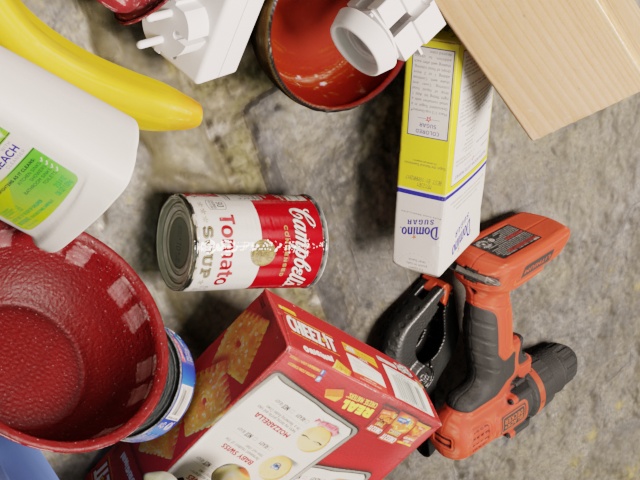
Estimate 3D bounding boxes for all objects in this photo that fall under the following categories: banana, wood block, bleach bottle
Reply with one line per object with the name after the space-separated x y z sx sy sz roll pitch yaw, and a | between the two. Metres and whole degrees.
-0.155 -0.113 0.632 0.197 0.070 0.037 40 45 -43 | banana
0.124 -0.179 0.688 0.091 0.090 0.206 -25 120 31 | wood block
-0.230 -0.084 0.590 0.250 0.068 0.103 29 134 -31 | bleach bottle

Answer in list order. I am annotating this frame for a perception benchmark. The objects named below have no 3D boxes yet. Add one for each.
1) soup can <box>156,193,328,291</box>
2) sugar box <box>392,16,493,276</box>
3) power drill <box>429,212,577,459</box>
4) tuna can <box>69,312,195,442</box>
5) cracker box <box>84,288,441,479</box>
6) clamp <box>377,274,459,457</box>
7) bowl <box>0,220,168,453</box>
-0.055 0.001 0.741 0.102 0.069 0.068 0 113 -30 | soup can
0.092 -0.072 0.785 0.093 0.048 0.176 -38 138 -55 | sugar box
0.165 0.075 0.899 0.184 0.057 0.188 -25 124 -40 | power drill
-0.130 0.094 0.729 0.086 0.086 0.033 -49 160 -2 | tuna can
-0.044 0.154 0.789 0.164 0.072 0.214 31 113 -37 | cracker box
0.080 0.114 0.896 0.120 0.039 0.171 16 102 -50 | clamp
-0.178 0.066 0.671 0.161 0.162 0.055 12 142 -35 | bowl
